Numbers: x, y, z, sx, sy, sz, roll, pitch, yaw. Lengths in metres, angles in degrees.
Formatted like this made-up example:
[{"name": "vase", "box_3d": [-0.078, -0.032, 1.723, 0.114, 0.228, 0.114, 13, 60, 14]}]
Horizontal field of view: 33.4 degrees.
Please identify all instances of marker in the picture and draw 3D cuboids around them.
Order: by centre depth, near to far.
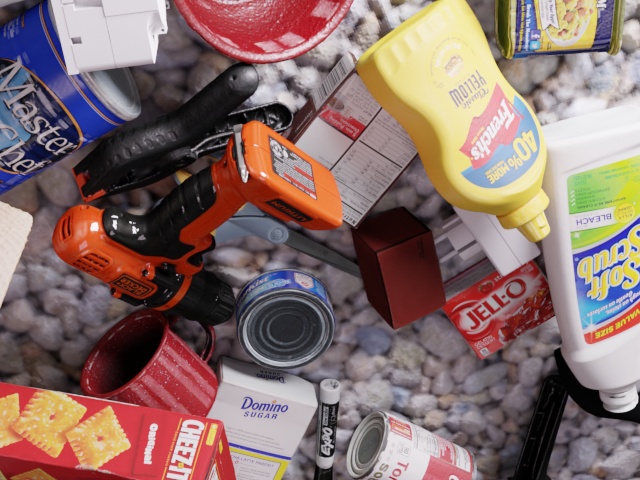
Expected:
[{"name": "marker", "box_3d": [0.006, 0.182, 0.992, 0.020, 0.020, 0.121, 0, 119, -7]}]

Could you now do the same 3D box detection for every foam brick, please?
[{"name": "foam brick", "box_3d": [0.065, 0.022, 0.883, 0.053, 0.051, 0.078, -22, 121, -14]}]

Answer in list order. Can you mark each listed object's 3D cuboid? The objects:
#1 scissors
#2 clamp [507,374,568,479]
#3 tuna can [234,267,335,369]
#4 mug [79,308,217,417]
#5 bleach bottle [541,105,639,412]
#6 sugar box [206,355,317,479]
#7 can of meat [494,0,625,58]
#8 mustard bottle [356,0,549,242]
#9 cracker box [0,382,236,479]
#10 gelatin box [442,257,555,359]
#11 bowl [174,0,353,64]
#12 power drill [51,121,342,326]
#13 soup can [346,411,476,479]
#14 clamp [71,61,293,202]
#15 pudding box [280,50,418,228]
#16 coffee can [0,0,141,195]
[{"name": "scissors", "box_3d": [-0.056, 0.001, 0.883, 0.096, 0.016, 0.201, -42, 115, 13]}, {"name": "clamp", "box_3d": [0.193, 0.234, 1.011, 0.164, 0.036, 0.210, -45, 138, -22]}, {"name": "tuna can", "box_3d": [-0.030, 0.068, 0.915, 0.086, 0.034, 0.086, -3, 120, -5]}, {"name": "mug", "box_3d": [-0.134, 0.109, 0.904, 0.117, 0.093, 0.081, -53, 124, -19]}, {"name": "bleach bottle", "box_3d": [0.237, 0.024, 0.874, 0.102, 0.068, 0.251, -14, 109, -1]}, {"name": "sugar box", "box_3d": [-0.079, 0.195, 0.976, 0.093, 0.048, 0.176, 19, 112, -16]}, {"name": "can of meat", "box_3d": [0.174, -0.185, 0.781, 0.084, 0.057, 0.102, -4, 119, -1]}, {"name": "mustard bottle", "box_3d": [0.114, -0.080, 0.795, 0.096, 0.058, 0.191, -40, 103, -24]}, {"name": "cracker box", "box_3d": [-0.182, 0.196, 0.884, 0.214, 0.072, 0.164, 9, 145, 9]}, {"name": "gelatin box", "box_3d": [0.155, 0.052, 0.929, 0.089, 0.030, 0.073, -32, 118, 12]}, {"name": "bowl", "box_3d": [-0.047, -0.204, 0.724, 0.161, 0.055, 0.162, -12, 113, -32]}, {"name": "power drill", "box_3d": [-0.078, -0.003, 0.810, 0.188, 0.057, 0.184, -29, 144, 25]}, {"name": "soup can", "box_3d": [0.084, 0.207, 0.987, 0.102, 0.068, 0.069, 27, 113, -19]}, {"name": "clamp", "box_3d": [-0.104, -0.077, 0.776, 0.171, 0.039, 0.120, -25, 162, -2]}, {"name": "pudding box", "box_3d": [0.024, -0.077, 0.837, 0.090, 0.039, 0.114, 31, 114, -23]}, {"name": "coffee can", "box_3d": [-0.214, -0.099, 0.760, 0.140, 0.103, 0.102, -29, 119, 10]}]
